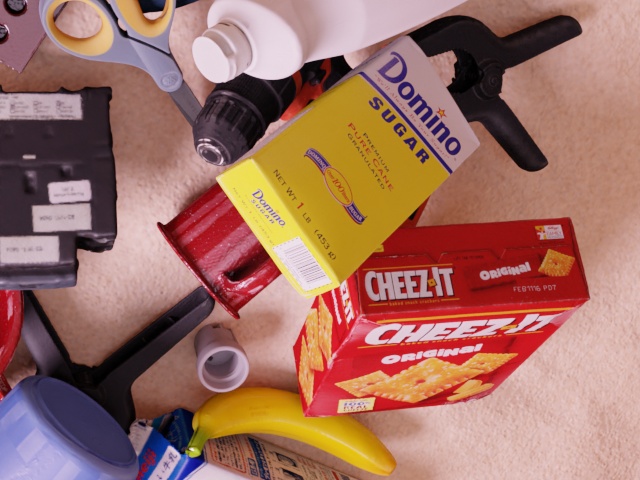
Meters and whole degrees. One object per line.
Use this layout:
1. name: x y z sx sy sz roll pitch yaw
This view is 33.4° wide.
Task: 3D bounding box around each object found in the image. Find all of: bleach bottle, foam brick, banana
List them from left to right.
1. foam brick: -0.198 -0.158 0.694 0.053 0.051 0.078 31 102 -24
2. banana: -0.027 0.154 0.868 0.197 0.069 0.037 11 144 -30
3. bleach bottle: 0.026 -0.159 0.663 0.250 0.103 0.068 -38 144 -35

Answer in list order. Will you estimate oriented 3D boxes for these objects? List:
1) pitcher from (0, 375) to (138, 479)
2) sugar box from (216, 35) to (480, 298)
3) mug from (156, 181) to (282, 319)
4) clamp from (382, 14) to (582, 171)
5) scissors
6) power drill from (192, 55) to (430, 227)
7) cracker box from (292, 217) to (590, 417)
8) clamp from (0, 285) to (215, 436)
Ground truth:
1. pitcher: -0.238 0.221 0.768 0.145 0.149 0.243 42 94 1
2. sugar box: 0.024 -0.051 0.672 0.176 0.048 0.093 -43 104 -37
3. mug: -0.055 0.001 0.768 0.081 0.117 0.093 -40 117 -2
4. clamp: 0.119 -0.110 0.786 0.171 0.039 0.120 -2 99 -28
5. scissors: -0.123 -0.112 0.718 0.096 0.016 0.202 -17 138 -8
6. power drill: 0.004 -0.073 0.737 0.187 0.057 0.184 53 51 -32
7. cracker box: 0.078 0.064 0.788 0.164 0.072 0.214 -4 155 -13
8. clamp: -0.173 0.110 0.824 0.164 0.036 0.210 4 113 -16
